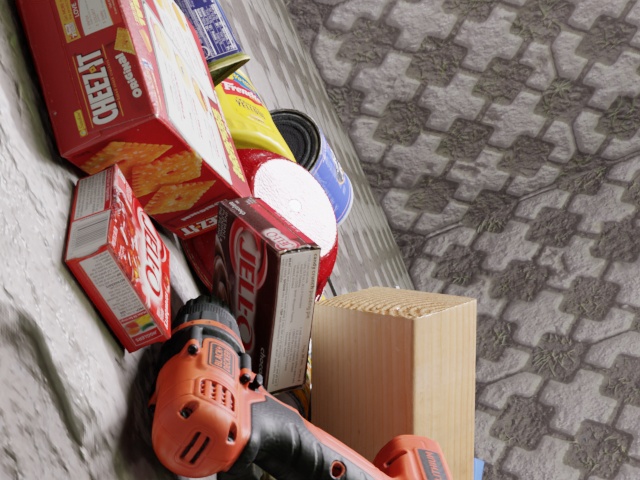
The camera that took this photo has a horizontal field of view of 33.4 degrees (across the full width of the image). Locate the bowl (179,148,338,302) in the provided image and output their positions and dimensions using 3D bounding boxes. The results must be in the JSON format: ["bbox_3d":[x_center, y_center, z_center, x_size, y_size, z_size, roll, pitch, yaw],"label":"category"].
[{"bbox_3d":[-0.037,-0.015,0.861,0.161,0.055,0.162,27,48,-34],"label":"bowl"}]

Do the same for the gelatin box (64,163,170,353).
[{"bbox_3d":[-0.114,0.009,0.616,0.089,0.030,0.073,-101,168,-56],"label":"gelatin box"}]

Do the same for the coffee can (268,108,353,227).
[{"bbox_3d":[-0.028,-0.075,1.237,0.140,0.103,0.103,55,15,-62],"label":"coffee can"}]

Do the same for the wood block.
[{"bbox_3d":[0.053,0.144,0.772,0.090,0.091,0.206,-10,102,-52],"label":"wood block"}]

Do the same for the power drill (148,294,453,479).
[{"bbox_3d":[-0.014,0.111,0.635,0.187,0.057,0.184,30,15,-12],"label":"power drill"}]

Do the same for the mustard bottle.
[{"bbox_3d":[-0.089,-0.123,1.026,0.096,0.058,0.192,24,24,-33],"label":"mustard bottle"}]

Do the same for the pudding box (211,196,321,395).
[{"bbox_3d":[-0.041,0.037,0.739,0.090,0.039,0.113,39,-48,51],"label":"pudding box"}]

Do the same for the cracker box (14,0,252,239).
[{"bbox_3d":[-0.124,-0.106,0.727,0.213,0.072,0.164,49,20,-72],"label":"cracker box"}]

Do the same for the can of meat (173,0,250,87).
[{"bbox_3d":[-0.116,-0.168,0.898,0.102,0.057,0.084,-23,-87,56],"label":"can of meat"}]
